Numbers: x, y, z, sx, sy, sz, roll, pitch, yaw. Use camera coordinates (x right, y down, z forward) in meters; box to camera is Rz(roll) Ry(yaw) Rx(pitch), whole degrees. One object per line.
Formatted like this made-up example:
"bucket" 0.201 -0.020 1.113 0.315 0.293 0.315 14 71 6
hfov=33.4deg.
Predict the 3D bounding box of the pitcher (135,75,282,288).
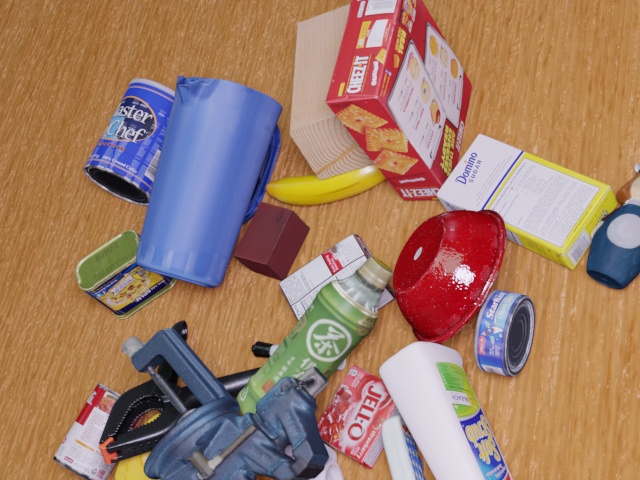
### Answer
"pitcher" -0.134 -0.068 1.299 0.149 0.145 0.243 16 86 -9

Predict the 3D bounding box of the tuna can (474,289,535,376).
"tuna can" 0.189 0.095 1.087 0.034 0.086 0.086 9 68 30

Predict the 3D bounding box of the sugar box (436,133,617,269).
"sugar box" 0.225 -0.045 1.175 0.176 0.048 0.093 29 79 41

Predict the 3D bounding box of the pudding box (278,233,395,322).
"pudding box" 0.018 0.058 1.230 0.113 0.039 0.090 -35 53 8

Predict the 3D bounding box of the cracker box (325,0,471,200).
"cracker box" 0.094 -0.166 1.208 0.072 0.213 0.164 -1 62 30

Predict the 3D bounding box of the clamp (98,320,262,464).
"clamp" -0.162 0.180 1.214 0.165 0.036 0.209 15 44 32

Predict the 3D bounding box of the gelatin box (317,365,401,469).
"gelatin box" 0.045 0.188 1.145 0.073 0.030 0.089 25 77 36

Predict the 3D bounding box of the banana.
"banana" 0.024 -0.079 1.310 0.198 0.037 0.069 -22 37 14

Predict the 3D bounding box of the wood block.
"wood block" 0.024 -0.187 1.311 0.091 0.090 0.206 -16 45 19

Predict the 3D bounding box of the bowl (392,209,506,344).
"bowl" 0.124 0.027 1.127 0.162 0.055 0.162 -52 20 27

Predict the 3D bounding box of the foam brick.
"foam brick" -0.058 0.002 1.295 0.053 0.051 0.078 16 72 33

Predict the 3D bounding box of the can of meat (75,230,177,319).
"can of meat" -0.247 0.042 1.352 0.102 0.083 0.057 -34 52 7

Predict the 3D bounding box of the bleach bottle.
"bleach bottle" 0.147 0.221 1.041 0.068 0.102 0.251 -39 57 21

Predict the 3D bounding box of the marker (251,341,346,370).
"marker" -0.027 0.131 1.224 0.121 0.020 0.020 5 65 31

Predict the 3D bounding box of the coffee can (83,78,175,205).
"coffee can" -0.241 -0.132 1.438 0.103 0.102 0.140 14 70 33

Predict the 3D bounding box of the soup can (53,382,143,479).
"soup can" -0.260 0.229 1.261 0.069 0.068 0.102 20 74 35
